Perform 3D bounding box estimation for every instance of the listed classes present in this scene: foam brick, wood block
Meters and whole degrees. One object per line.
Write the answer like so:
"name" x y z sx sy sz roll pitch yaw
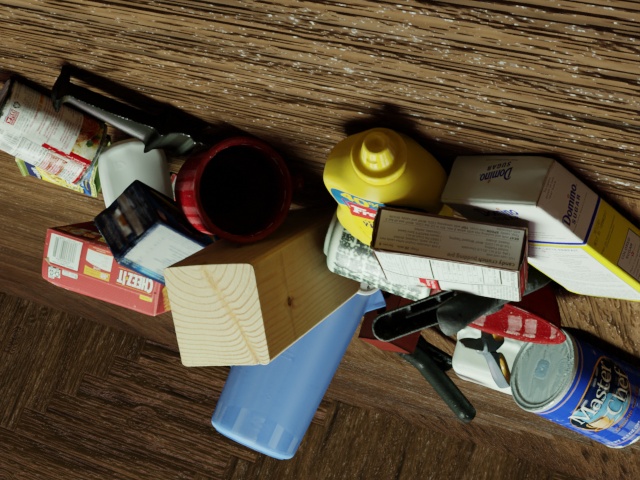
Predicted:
"foam brick" 0.091 0.094 1.307 0.051 0.078 0.053 29 162 -35
"wood block" -0.046 0.037 0.986 0.090 0.091 0.205 -4 -167 25

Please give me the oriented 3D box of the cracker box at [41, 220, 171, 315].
"cracker box" -0.213 0.025 1.318 0.164 0.072 0.213 16 -168 20

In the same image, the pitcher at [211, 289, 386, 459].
"pitcher" -0.045 0.126 1.275 0.149 0.243 0.144 17 171 46

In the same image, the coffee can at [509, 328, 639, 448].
"coffee can" 0.308 0.173 1.251 0.140 0.103 0.103 26 166 -26

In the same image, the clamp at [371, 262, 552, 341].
"clamp" 0.128 0.048 0.910 0.171 0.039 0.120 -19 -173 -35

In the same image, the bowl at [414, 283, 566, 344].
"bowl" 0.170 0.050 1.051 0.162 0.055 0.162 19 167 4

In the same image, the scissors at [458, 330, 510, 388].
"scissors" 0.191 0.137 1.218 0.016 0.096 0.201 -17 -178 20

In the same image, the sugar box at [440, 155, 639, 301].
"sugar box" 0.183 -0.008 0.811 0.176 0.048 0.094 34 162 -37

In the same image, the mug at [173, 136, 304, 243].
"mug" -0.072 -0.047 0.968 0.117 0.093 0.082 -12 -174 -24

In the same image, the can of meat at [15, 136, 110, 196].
"can of meat" -0.271 -0.089 1.135 0.084 0.057 0.102 19 168 -6

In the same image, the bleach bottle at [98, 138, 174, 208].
"bleach bottle" -0.205 -0.047 1.161 0.068 0.102 0.251 -12 -178 -13

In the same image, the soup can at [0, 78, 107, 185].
"soup can" -0.268 -0.105 1.037 0.102 0.068 0.069 26 166 -24

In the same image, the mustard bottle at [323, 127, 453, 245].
"mustard bottle" 0.053 -0.042 0.835 0.096 0.058 0.191 16 167 13

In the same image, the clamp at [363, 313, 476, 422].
"clamp" 0.130 0.152 1.443 0.209 0.036 0.164 41 -168 -23

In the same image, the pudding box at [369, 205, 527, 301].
"pudding box" 0.099 0.011 0.803 0.113 0.039 0.090 7 164 13
